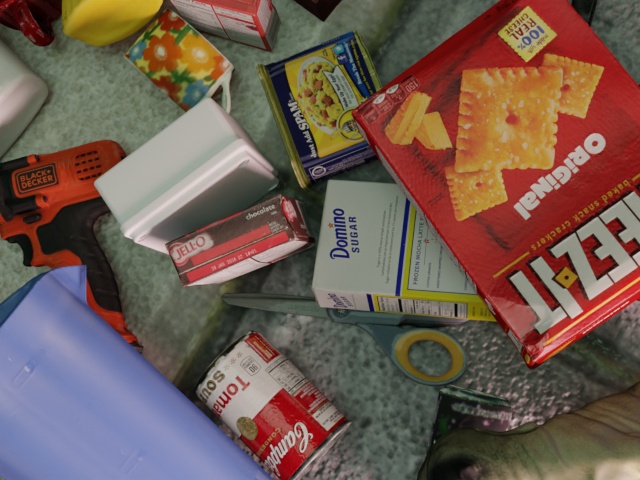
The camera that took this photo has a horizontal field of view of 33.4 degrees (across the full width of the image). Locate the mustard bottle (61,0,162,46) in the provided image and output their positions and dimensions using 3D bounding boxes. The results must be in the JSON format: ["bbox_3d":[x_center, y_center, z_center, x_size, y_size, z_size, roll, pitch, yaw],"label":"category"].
[{"bbox_3d":[-0.166,-0.256,0.845,0.096,0.058,0.191,-27,59,41],"label":"mustard bottle"}]

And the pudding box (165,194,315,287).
[{"bbox_3d":[-0.055,0.001,0.789,0.090,0.113,0.039,-22,85,7],"label":"pudding box"}]

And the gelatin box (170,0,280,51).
[{"bbox_3d":[-0.073,-0.181,0.820,0.073,0.089,0.030,17,84,8],"label":"gelatin box"}]

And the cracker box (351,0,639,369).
[{"bbox_3d":[0.146,-0.047,0.720,0.164,0.072,0.214,-35,75,4],"label":"cracker box"}]

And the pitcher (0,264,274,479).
[{"bbox_3d":[-0.155,0.150,0.745,0.242,0.145,0.149,43,118,-12],"label":"pitcher"}]

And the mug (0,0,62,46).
[{"bbox_3d":[-0.245,-0.208,0.857,0.093,0.081,0.117,-30,80,5],"label":"mug"}]

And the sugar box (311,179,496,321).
[{"bbox_3d":[0.087,0.008,0.789,0.176,0.048,0.093,4,66,13],"label":"sugar box"}]

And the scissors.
[{"bbox_3d":[0.026,0.072,0.815,0.202,0.016,0.096,-10,78,8],"label":"scissors"}]

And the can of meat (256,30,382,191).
[{"bbox_3d":[0.008,-0.101,0.817,0.084,0.057,0.102,-21,81,5],"label":"can of meat"}]

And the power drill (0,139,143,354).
[{"bbox_3d":[-0.226,0.025,0.844,0.184,0.057,0.187,-15,82,8],"label":"power drill"}]

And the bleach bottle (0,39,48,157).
[{"bbox_3d":[-0.346,-0.170,0.883,0.251,0.068,0.102,40,91,13],"label":"bleach bottle"}]

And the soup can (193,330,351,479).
[{"bbox_3d":[-0.036,0.125,0.796,0.102,0.068,0.068,43,92,11],"label":"soup can"}]
